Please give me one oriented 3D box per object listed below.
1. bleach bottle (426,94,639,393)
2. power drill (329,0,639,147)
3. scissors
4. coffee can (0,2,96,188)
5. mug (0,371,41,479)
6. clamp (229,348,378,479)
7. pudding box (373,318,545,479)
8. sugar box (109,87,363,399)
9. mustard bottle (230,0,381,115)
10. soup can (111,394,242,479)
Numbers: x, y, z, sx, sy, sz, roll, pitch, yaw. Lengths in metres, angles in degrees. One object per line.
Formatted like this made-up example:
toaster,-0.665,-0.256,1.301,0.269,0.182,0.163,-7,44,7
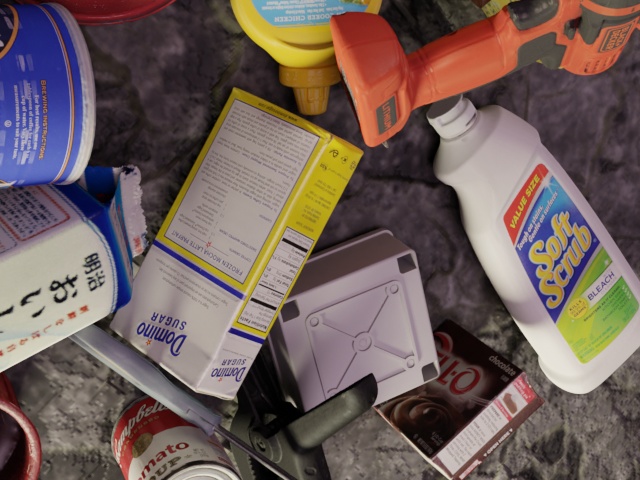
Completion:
bleach bottle,0.152,-0.003,0.789,0.102,0.068,0.250,-43,117,-5
power drill,0.102,-0.124,0.608,0.187,0.184,0.057,-18,73,0
scissors,-0.081,0.105,0.668,0.202,0.096,0.016,32,76,10
coffee can,-0.205,-0.075,0.568,0.140,0.103,0.103,-8,112,-34
mug,-0.231,0.129,0.657,0.093,0.082,0.117,27,96,-29
clamp,-0.021,0.130,0.721,0.036,0.165,0.210,-26,127,-33
pudding box,0.095,0.115,0.775,0.090,0.114,0.039,-43,118,-5
sugar box,-0.054,0.001,0.672,0.048,0.093,0.176,23,95,-52
mustard bottle,-0.009,-0.172,0.659,0.096,0.058,0.192,-7,111,-10
soup can,-0.096,0.153,0.712,0.068,0.102,0.068,-8,111,-21
